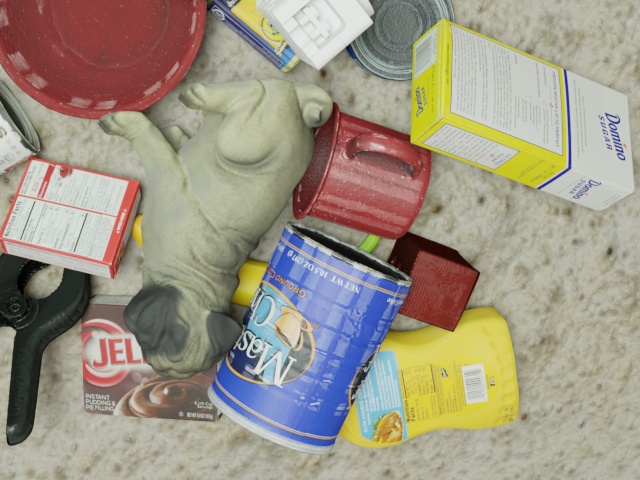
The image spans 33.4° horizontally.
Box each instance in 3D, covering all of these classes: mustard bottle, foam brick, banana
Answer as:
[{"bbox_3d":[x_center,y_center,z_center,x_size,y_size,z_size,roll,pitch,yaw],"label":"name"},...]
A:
[{"bbox_3d":[0.060,0.117,0.862,0.191,0.058,0.096,-11,108,-4],"label":"mustard bottle"},{"bbox_3d":[0.083,0.031,0.837,0.051,0.078,0.053,20,99,-11],"label":"foam brick"},{"bbox_3d":[-0.053,0.020,0.844,0.197,0.037,0.069,4,91,-7],"label":"banana"}]

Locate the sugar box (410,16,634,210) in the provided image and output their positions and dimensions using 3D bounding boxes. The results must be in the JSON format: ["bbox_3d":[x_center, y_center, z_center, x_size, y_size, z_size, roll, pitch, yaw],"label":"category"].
[{"bbox_3d":[0.151,-0.091,0.795,0.176,0.048,0.093,19,59,-25],"label":"sugar box"}]

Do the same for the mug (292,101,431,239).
[{"bbox_3d":[0.036,-0.052,0.800,0.081,0.117,0.093,17,69,-14],"label":"mug"}]

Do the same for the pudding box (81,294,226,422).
[{"bbox_3d":[-0.130,0.091,0.838,0.113,0.039,0.090,2,102,8],"label":"pudding box"}]

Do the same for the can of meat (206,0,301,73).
[{"bbox_3d":[-0.028,-0.188,0.793,0.084,0.057,0.102,39,96,-14],"label":"can of meat"}]

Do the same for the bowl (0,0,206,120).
[{"bbox_3d":[-0.159,-0.170,0.778,0.162,0.055,0.162,1,101,3],"label":"bowl"}]

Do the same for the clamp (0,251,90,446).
[{"bbox_3d":[-0.221,0.065,0.797,0.120,0.039,0.171,40,72,6],"label":"clamp"}]

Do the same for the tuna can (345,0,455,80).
[{"bbox_3d":[0.059,-0.165,0.817,0.086,0.034,0.086,-1,102,-5],"label":"tuna can"}]

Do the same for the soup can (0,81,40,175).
[{"bbox_3d":[-0.268,-0.068,0.788,0.102,0.068,0.068,-30,103,0],"label":"soup can"}]

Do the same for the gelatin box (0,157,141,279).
[{"bbox_3d":[-0.187,-0.017,0.802,0.089,0.030,0.073,13,63,1],"label":"gelatin box"}]

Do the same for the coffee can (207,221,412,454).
[{"bbox_3d":[-0.008,0.071,0.784,0.102,0.103,0.140,24,96,-10],"label":"coffee can"}]
